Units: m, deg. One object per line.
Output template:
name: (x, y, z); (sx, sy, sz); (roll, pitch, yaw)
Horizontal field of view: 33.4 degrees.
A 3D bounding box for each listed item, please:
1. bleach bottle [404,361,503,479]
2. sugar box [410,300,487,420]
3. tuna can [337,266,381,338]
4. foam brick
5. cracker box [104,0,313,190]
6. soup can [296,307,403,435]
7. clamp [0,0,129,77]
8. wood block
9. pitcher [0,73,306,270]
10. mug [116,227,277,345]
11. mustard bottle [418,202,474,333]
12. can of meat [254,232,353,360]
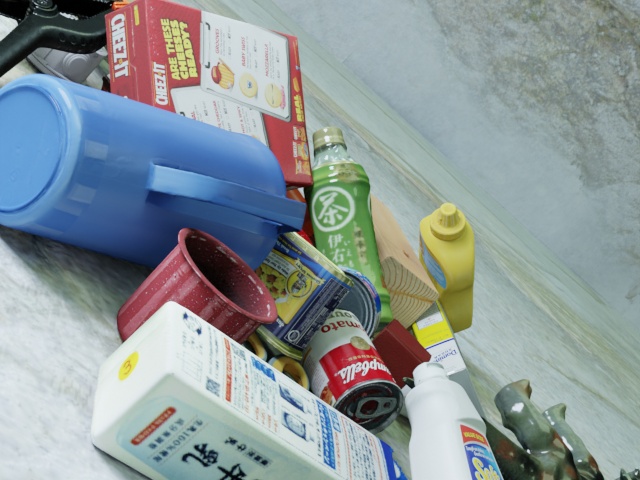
bleach bottle: (0.110, 0.197, 0.857); (0.102, 0.068, 0.251); (37, 26, -36)
sugar box: (0.140, 0.141, 1.199); (0.176, 0.048, 0.093); (-97, 165, -66)
tuna can: (0.015, 0.067, 1.022); (0.086, 0.086, 0.033); (46, 12, 7)
foam brick: (0.059, 0.121, 1.009); (0.053, 0.078, 0.051); (46, 15, 5)
cracker box: (-0.107, -0.135, 1.057); (0.213, 0.072, 0.164); (3, 79, -49)
soup can: (0.022, 0.116, 0.938); (0.068, 0.068, 0.102); (33, 17, -39)
clamp: (-0.274, -0.215, 0.994); (0.165, 0.036, 0.209); (47, 39, 19)
wood block: (0.053, 0.018, 1.276); (0.090, 0.090, 0.206); (38, 15, -29)
pitcher: (-0.134, -0.044, 0.815); (0.242, 0.149, 0.145); (16, 41, -57)
mug: (-0.089, 0.050, 0.777); (0.093, 0.081, 0.117); (45, 14, 4)
mustard bottle: (0.149, 0.023, 1.262); (0.191, 0.058, 0.096); (82, -12, -52)
can of meat: (-0.033, 0.039, 0.929); (0.102, 0.084, 0.057); (39, 3, 27)
